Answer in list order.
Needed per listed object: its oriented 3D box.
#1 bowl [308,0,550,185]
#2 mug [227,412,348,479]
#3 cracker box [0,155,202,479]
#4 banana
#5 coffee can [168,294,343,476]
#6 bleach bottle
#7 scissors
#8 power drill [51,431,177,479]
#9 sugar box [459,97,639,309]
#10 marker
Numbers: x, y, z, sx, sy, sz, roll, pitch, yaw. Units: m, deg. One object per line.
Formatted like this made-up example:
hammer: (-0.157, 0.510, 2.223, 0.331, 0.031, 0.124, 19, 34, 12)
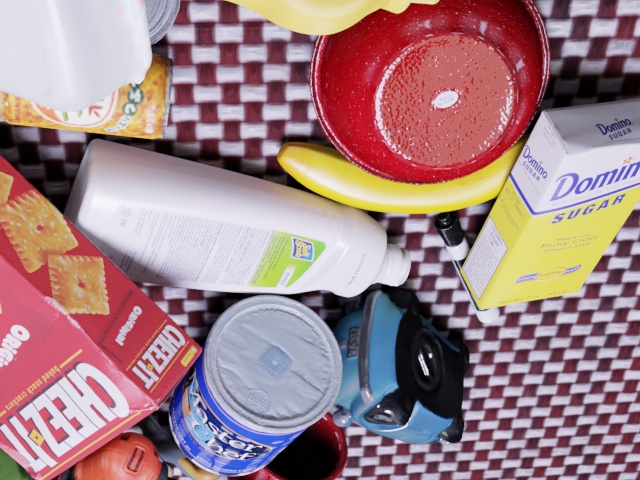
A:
bowl: (0.075, -0.097, 0.683, 0.162, 0.055, 0.162, -2, 119, -5)
mug: (-0.044, 0.192, 0.933, 0.117, 0.093, 0.082, 19, 133, -9)
cracker box: (-0.213, 0.052, 0.722, 0.213, 0.072, 0.164, 46, 130, -9)
banana: (0.070, -0.051, 0.762, 0.198, 0.037, 0.069, -8, 113, -1)
coffee can: (-0.053, 0.115, 0.819, 0.102, 0.103, 0.140, 10, 153, -15)
bleach bottle: (-0.055, 0.001, 0.775, 0.250, 0.068, 0.103, 13, 133, -21)
scissors: (-0.154, 0.176, 0.922, 0.096, 0.016, 0.201, -17, 146, 19)
power drill: (-0.127, 0.227, 0.883, 0.187, 0.057, 0.185, 29, 149, -18)
sugar box: (0.173, -0.022, 0.761, 0.093, 0.048, 0.176, -9, 147, -21)
marker: (0.116, 0.021, 0.840, 0.020, 0.020, 0.121, -21, 131, 12)
